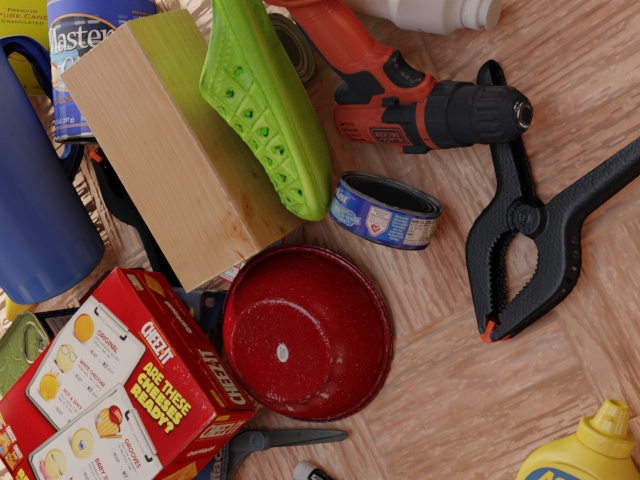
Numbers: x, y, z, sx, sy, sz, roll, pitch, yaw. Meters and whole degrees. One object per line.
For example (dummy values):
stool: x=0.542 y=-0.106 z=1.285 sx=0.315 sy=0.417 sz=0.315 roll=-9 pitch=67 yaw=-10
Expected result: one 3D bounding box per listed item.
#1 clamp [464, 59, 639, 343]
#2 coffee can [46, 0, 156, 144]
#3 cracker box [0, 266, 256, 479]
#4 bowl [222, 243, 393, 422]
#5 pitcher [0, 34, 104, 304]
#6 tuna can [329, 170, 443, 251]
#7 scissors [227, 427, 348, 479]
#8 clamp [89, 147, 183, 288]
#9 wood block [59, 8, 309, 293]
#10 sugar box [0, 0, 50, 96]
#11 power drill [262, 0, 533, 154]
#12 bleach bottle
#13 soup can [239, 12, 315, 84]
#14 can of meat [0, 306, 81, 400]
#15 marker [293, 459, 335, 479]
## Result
clamp: x=0.154 y=-0.026 z=0.800 sx=0.165 sy=0.036 sz=0.210 roll=35 pitch=112 yaw=35
coffee can: x=-0.202 y=-0.164 z=1.002 sx=0.103 sy=0.102 sz=0.140 roll=-2 pitch=92 yaw=35
cracker box: x=-0.180 y=0.155 z=0.931 sx=0.214 sy=0.072 sz=0.164 roll=-47 pitch=66 yaw=18
bowl: x=-0.023 y=0.086 z=0.899 sx=0.162 sy=0.055 sz=0.162 roll=5 pitch=104 yaw=22
pitcher: x=-0.301 y=-0.068 z=1.024 sx=0.149 sy=0.145 sz=0.243 roll=-22 pitch=114 yaw=11
tuna can: x=0.051 y=-0.024 z=0.843 sx=0.086 sy=0.085 sz=0.034 roll=29 pitch=110 yaw=30
scissors: x=-0.062 y=0.201 z=0.977 sx=0.202 sy=0.016 sz=0.096 roll=8 pitch=95 yaw=36
clamp: x=-0.158 y=-0.045 z=1.018 sx=0.171 sy=0.039 sz=0.120 roll=49 pitch=116 yaw=23
wood block: x=-0.110 y=-0.076 z=0.882 sx=0.091 sy=0.090 sz=0.206 roll=-29 pitch=93 yaw=32
sugar box: x=-0.297 y=-0.234 z=1.072 sx=0.048 sy=0.093 sz=0.176 roll=-145 pitch=56 yaw=-77
power drill: x=0.046 y=-0.138 z=0.774 sx=0.185 sy=0.187 sz=0.057 roll=5 pitch=52 yaw=47
bleach bottle: x=0.027 y=-0.210 z=0.852 sx=0.251 sy=0.102 sz=0.068 roll=20 pitch=113 yaw=26
soup can: x=-0.063 y=-0.144 z=0.928 sx=0.102 sy=0.068 sz=0.068 roll=-27 pitch=77 yaw=32
can of meat: x=-0.276 y=0.113 z=1.083 sx=0.102 sy=0.083 sz=0.057 roll=-49 pitch=66 yaw=27
marker: x=0.027 y=0.226 z=0.916 sx=0.121 sy=0.020 sz=0.020 roll=28 pitch=108 yaw=31
